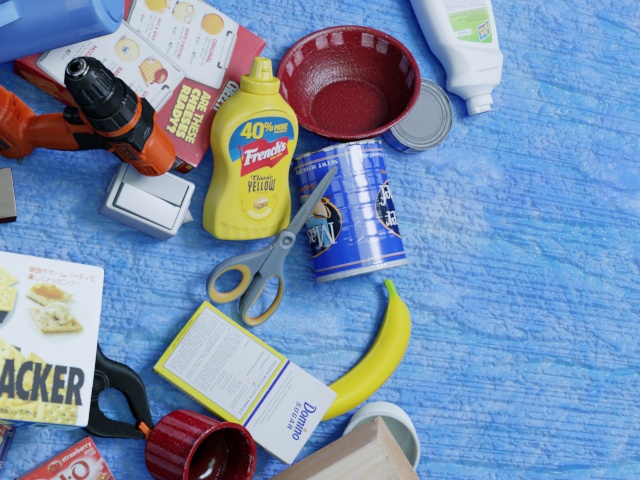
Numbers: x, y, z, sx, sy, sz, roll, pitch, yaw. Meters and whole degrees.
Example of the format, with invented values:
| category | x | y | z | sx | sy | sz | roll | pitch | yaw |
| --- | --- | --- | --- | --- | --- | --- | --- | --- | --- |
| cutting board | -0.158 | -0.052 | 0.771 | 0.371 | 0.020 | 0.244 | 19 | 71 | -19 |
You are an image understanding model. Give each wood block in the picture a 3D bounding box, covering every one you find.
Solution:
| category | x | y | z | sx | sy | sz | roll | pitch | yaw |
| --- | --- | --- | --- | --- | --- | --- | --- | --- | --- |
| wood block | -0.005 | 0.277 | 1.093 | 0.206 | 0.091 | 0.090 | -31 | 94 | 8 |

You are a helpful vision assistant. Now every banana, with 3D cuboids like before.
| category | x | y | z | sx | sy | sz | roll | pitch | yaw |
| --- | --- | --- | --- | --- | --- | --- | --- | --- | --- |
| banana | 0.046 | 0.139 | 1.201 | 0.069 | 0.037 | 0.197 | 35 | 72 | 8 |

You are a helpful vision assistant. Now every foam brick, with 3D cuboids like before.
| category | x | y | z | sx | sy | sz | roll | pitch | yaw |
| --- | --- | --- | --- | --- | --- | --- | --- | --- | --- |
| foam brick | -0.349 | -0.042 | 1.077 | 0.078 | 0.051 | 0.053 | -7 | 87 | -19 |

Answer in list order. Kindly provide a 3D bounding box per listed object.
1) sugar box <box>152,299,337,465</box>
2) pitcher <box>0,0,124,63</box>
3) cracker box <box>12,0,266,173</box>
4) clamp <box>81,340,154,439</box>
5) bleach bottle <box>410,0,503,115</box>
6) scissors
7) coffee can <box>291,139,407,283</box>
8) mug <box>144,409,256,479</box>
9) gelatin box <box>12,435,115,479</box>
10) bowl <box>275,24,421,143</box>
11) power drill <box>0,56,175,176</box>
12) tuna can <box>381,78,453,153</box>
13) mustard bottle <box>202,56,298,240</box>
| category | x | y | z | sx | sy | sz | roll | pitch | yaw |
| --- | --- | --- | --- | --- | --- | --- | --- | --- | --- |
| sugar box | -0.080 | 0.152 | 1.135 | 0.176 | 0.048 | 0.093 | 37 | 75 | -2 |
| pitcher | -0.318 | -0.224 | 1.011 | 0.243 | 0.145 | 0.149 | -10 | 71 | 7 |
| cracker box | -0.192 | -0.195 | 1.137 | 0.213 | 0.072 | 0.164 | 31 | 77 | -14 |
| clamp | -0.235 | 0.138 | 1.103 | 0.171 | 0.039 | 0.120 | 35 | 79 | -15 |
| bleach bottle | 0.154 | -0.271 | 1.268 | 0.102 | 0.068 | 0.251 | -14 | 91 | -19 |
| scissors | -0.057 | 0.001 | 1.133 | 0.096 | 0.016 | 0.202 | 12 | 113 | -23 |
| coffee can | 0.032 | -0.031 | 1.177 | 0.102 | 0.103 | 0.140 | -11 | 87 | -20 |
| mug | -0.119 | 0.227 | 1.101 | 0.117 | 0.082 | 0.093 | 37 | 72 | -41 |
| gelatin box | -0.257 | 0.253 | 1.086 | 0.089 | 0.030 | 0.073 | -30 | 94 | -19 |
| bowl | 0.031 | -0.164 | 1.196 | 0.162 | 0.055 | 0.162 | -1 | 58 | 2 |
| power drill | -0.252 | -0.122 | 1.034 | 0.188 | 0.184 | 0.057 | 7 | 67 | 20 |
| tuna can | 0.110 | -0.145 | 1.253 | 0.086 | 0.034 | 0.086 | 2 | 83 | -18 |
| mustard bottle | -0.071 | -0.098 | 1.130 | 0.096 | 0.058 | 0.192 | -6 | 114 | -31 |
